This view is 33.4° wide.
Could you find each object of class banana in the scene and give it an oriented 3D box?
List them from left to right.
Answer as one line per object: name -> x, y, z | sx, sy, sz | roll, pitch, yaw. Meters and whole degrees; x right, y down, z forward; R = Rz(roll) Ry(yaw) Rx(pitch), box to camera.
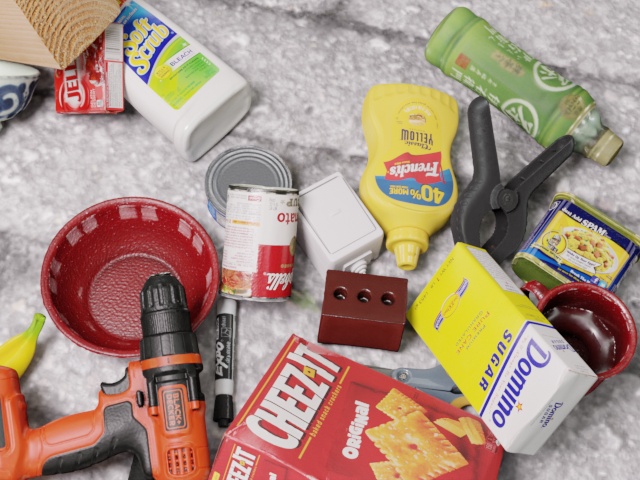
banana -> -0.321, 0.131, 0.920 | 0.037, 0.070, 0.197 | 29, 47, 32

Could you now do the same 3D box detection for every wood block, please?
wood block -> -0.305, -0.238, 1.044 | 0.206, 0.090, 0.090 | 15, 58, 41

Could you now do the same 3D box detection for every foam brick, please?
foam brick -> 0.039, 0.065, 0.987 | 0.078, 0.051, 0.053 | 6, 54, 1

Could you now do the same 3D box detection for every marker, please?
marker -> -0.088, 0.112, 0.979 | 0.020, 0.020, 0.121 | 1, 64, -3

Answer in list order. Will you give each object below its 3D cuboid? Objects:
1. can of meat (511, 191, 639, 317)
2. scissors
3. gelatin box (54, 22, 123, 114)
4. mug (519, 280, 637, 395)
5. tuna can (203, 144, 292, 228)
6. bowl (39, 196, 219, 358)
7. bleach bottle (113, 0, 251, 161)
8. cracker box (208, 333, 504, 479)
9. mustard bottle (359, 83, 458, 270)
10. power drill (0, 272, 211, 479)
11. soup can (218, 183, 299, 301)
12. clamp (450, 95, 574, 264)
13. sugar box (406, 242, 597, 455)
can of meat -> 0.246, 0.017, 1.025 | 0.102, 0.057, 0.084 | 34, 69, 13
scissors -> 0.085, 0.144, 0.975 | 0.201, 0.016, 0.096 | -5, 62, -6
gelatin box -> -0.231, -0.170, 1.063 | 0.073, 0.030, 0.089 | 4, 96, 35
mug -> 0.222, 0.087, 0.975 | 0.093, 0.081, 0.117 | -36, 71, -19
tuna can -> -0.071, -0.049, 1.050 | 0.086, 0.034, 0.086 | 1, 64, -3
bowl -> -0.173, 0.042, 0.988 | 0.162, 0.055, 0.162 | 1, 64, -3
bleach bottle -> -0.192, -0.193, 1.099 | 0.251, 0.068, 0.102 | 39, 70, 17
cracker box -> 0.038, 0.179, 0.883 | 0.214, 0.072, 0.164 | 24, 30, 8
mustard bottle -> 0.087, -0.060, 1.051 | 0.096, 0.058, 0.191 | 9, 64, -11
power drill -> -0.191, 0.127, 0.895 | 0.187, 0.057, 0.184 | -8, 77, -3
soup can -> -0.056, 0.001, 0.985 | 0.068, 0.068, 0.102 | 5, 95, -1
clamp -> 0.181, -0.045, 1.032 | 0.120, 0.039, 0.171 | 11, 96, -16
sugar box -> 0.152, 0.091, 0.931 | 0.048, 0.093, 0.176 | 16, 26, -37
